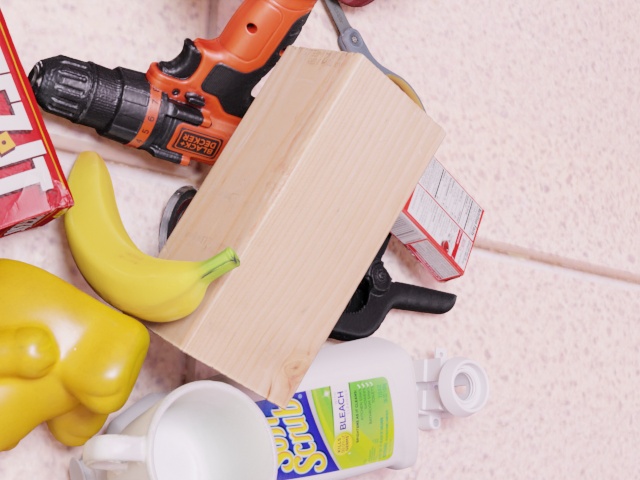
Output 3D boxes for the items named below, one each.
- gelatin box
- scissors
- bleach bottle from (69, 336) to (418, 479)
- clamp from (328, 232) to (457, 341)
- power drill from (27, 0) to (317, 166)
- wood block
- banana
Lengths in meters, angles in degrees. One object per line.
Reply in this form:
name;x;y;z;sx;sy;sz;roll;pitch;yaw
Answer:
gelatin box;0.089;-0.021;0.862;0.089;0.030;0.073;44;48;-27
scissors;0.019;-0.147;0.881;0.201;0.016;0.096;50;56;-17
bleach bottle;-0.049;0.139;0.739;0.250;0.068;0.102;-11;105;-32
clamp;0.044;0.037;0.846;0.171;0.039;0.120;-40;99;-38
power drill;-0.081;-0.138;0.713;0.184;0.188;0.057;14;33;-35
wood block;-0.022;-0.012;0.682;0.090;0.090;0.206;36;81;-35
banana;-0.120;0.002;0.662;0.069;0.198;0.037;-45;133;-12
